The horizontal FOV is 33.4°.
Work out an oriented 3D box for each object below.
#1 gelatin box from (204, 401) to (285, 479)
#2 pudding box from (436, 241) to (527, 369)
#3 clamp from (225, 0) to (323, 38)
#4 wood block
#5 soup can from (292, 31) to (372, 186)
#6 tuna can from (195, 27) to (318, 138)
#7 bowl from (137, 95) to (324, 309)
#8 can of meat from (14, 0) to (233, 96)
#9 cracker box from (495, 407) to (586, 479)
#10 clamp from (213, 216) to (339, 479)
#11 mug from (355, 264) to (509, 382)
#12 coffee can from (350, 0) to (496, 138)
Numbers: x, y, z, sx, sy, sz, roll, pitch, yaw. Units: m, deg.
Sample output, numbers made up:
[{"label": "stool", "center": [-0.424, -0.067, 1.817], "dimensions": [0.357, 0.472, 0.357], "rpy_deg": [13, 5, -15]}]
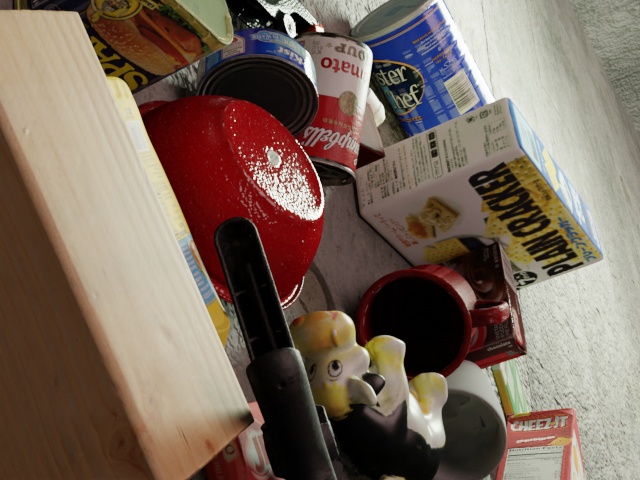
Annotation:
[{"label": "gelatin box", "center": [-0.033, 0.132, 0.628], "dimensions": [0.089, 0.030, 0.073], "rpy_deg": [7, 63, -64]}, {"label": "pudding box", "center": [0.136, 0.066, 0.977], "dimensions": [0.039, 0.090, 0.113], "rpy_deg": [50, 28, -39]}, {"label": "clamp", "center": [-0.044, -0.176, 0.866], "dimensions": [0.171, 0.039, 0.120], "rpy_deg": [-47, 125, -65]}, {"label": "wood block", "center": [-0.121, 0.012, 0.470], "dimensions": [0.206, 0.091, 0.090], "rpy_deg": [66, 23, -2]}, {"label": "soup can", "center": [0.001, -0.100, 0.817], "dimensions": [0.068, 0.069, 0.102], "rpy_deg": [28, 68, -56]}, {"label": "tuna can", "center": [-0.045, -0.106, 0.747], "dimensions": [0.086, 0.086, 0.034], "rpy_deg": [45, 31, -42]}, {"label": "bowl", "center": [-0.048, -0.036, 0.679], "dimensions": [0.162, 0.055, 0.162], "rpy_deg": [40, 29, -28]}, {"label": "can of meat", "center": [-0.113, -0.136, 0.628], "dimensions": [0.102, 0.084, 0.057], "rpy_deg": [36, 38, -51]}, {"label": "cracker box", "center": [0.189, 0.267, 0.901], "dimensions": [0.213, 0.072, 0.164], "rpy_deg": [-55, 135, -64]}, {"label": "clamp", "center": [-0.011, 0.104, 0.551], "dimensions": [0.164, 0.036, 0.210], "rpy_deg": [-116, -171, -71]}, {"label": "mug", "center": [0.094, 0.062, 0.865], "dimensions": [0.081, 0.117, 0.093], "rpy_deg": [-21, 100, -71]}, {"label": "coffee can", "center": [0.109, -0.183, 1.126], "dimensions": [0.140, 0.103, 0.102], "rpy_deg": [58, 25, -21]}]
